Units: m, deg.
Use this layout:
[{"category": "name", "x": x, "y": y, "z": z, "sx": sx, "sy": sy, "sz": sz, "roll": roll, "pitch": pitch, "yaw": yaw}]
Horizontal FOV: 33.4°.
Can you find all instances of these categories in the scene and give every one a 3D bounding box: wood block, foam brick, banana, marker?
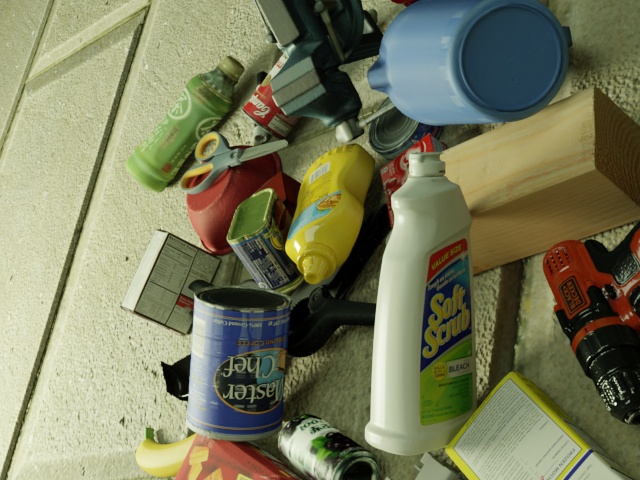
[{"category": "wood block", "x": 0.184, "y": -0.048, "z": 0.970, "sx": 0.207, "sy": 0.090, "sz": 0.090, "roll": -22, "pitch": 49, "yaw": 41}, {"category": "foam brick", "x": -0.052, "y": -0.034, "z": 1.282, "sx": 0.078, "sy": 0.051, "sz": 0.053, "roll": -39, "pitch": 39, "yaw": 26}, {"category": "banana", "x": -0.160, "y": 0.237, "z": 1.230, "sx": 0.198, "sy": 0.037, "sz": 0.069, "roll": -17, "pitch": 55, "yaw": 44}, {"category": "marker", "x": -0.080, "y": -0.184, "z": 1.450, "sx": 0.020, "sy": 0.020, "sz": 0.121, "roll": -30, "pitch": 45, "yaw": 35}]

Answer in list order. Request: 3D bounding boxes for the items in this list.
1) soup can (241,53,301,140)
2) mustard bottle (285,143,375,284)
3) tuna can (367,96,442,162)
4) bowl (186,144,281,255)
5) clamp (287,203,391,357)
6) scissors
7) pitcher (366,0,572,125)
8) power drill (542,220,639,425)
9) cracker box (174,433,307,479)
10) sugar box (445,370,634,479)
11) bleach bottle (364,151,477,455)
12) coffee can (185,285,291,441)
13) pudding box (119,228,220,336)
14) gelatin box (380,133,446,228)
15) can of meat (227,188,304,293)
[{"category": "soup can", "x": -0.044, "y": -0.187, "z": 1.368, "sx": 0.102, "sy": 0.068, "sz": 0.069, "roll": -52, "pitch": 36, "yaw": 8}, {"category": "mustard bottle", "x": 0.007, "y": -0.021, "z": 1.152, "sx": 0.096, "sy": 0.058, "sz": 0.191, "roll": -33, "pitch": 26, "yaw": 31}, {"category": "tuna can", "x": 0.094, "y": -0.127, "z": 1.185, "sx": 0.086, "sy": 0.033, "sz": 0.086, "roll": -30, "pitch": 45, "yaw": 35}, {"category": "bowl", "x": -0.125, "y": -0.065, "z": 1.389, "sx": 0.162, "sy": 0.055, "sz": 0.162, "roll": -30, "pitch": 44, "yaw": 34}, {"category": "clamp", "x": 0.012, "y": 0.072, "z": 1.135, "sx": 0.210, "sy": 0.036, "sz": 0.164, "roll": -41, "pitch": 30, "yaw": 25}, {"category": "scissors", "x": -0.107, "y": -0.118, "z": 1.342, "sx": 0.202, "sy": 0.016, "sz": 0.096, "roll": -26, "pitch": 47, "yaw": 38}, {"category": "pitcher", "x": 0.152, "y": -0.173, "z": 1.005, "sx": 0.149, "sy": 0.145, "sz": 0.243, "roll": -57, "pitch": 12, "yaw": 3}, {"category": "power drill", "x": 0.270, "y": 0.031, "z": 0.837, "sx": 0.188, "sy": 0.057, "sz": 0.184, "roll": -41, "pitch": 39, "yaw": 24}, {"category": "cracker box", "x": -0.108, "y": 0.312, "z": 1.084, "sx": 0.164, "sy": 0.072, "sz": 0.213, "roll": 20, "pitch": 82, "yaw": 55}, {"category": "sugar box", "x": 0.182, "y": 0.190, "z": 0.843, "sx": 0.093, "sy": 0.048, "sz": 0.176, "roll": -53, "pitch": 39, "yaw": 9}, {"category": "bleach bottle", "x": 0.087, "y": 0.050, "z": 0.921, "sx": 0.068, "sy": 0.102, "sz": 0.251, "roll": 7, "pitch": 101, "yaw": 51}, {"category": "coffee can", "x": -0.086, "y": 0.127, "z": 1.119, "sx": 0.103, "sy": 0.102, "sz": 0.140, "roll": 19, "pitch": 107, "yaw": 54}, {"category": "pudding box", "x": -0.189, "y": 0.054, "z": 1.352, "sx": 0.039, "sy": 0.089, "sz": 0.113, "roll": 10, "pitch": 73, "yaw": 52}, {"category": "gelatin box", "x": 0.103, "y": -0.060, "z": 1.129, "sx": 0.073, "sy": 0.030, "sz": 0.089, "roll": -36, "pitch": 42, "yaw": 29}, {"category": "can of meat", "x": -0.058, "y": 0.001, "z": 1.207, "sx": 0.057, "sy": 0.084, "sz": 0.102, "roll": -23, "pitch": 27, "yaw": 20}]
